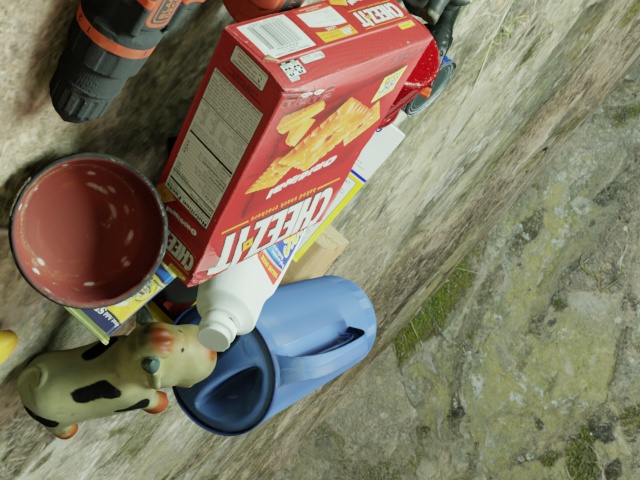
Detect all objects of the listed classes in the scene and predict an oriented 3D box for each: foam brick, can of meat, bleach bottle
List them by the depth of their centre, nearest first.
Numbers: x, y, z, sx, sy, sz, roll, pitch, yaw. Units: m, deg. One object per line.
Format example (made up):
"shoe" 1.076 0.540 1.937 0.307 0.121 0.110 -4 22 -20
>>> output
"can of meat" -0.175 0.022 0.861 0.084 0.057 0.102 -42 137 -7
"bleach bottle" -0.056 0.001 0.955 0.250 0.068 0.102 -71 158 -44
"foam brick" -0.151 0.039 1.074 0.053 0.051 0.078 -45 167 -12

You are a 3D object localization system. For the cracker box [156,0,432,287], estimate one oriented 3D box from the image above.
"cracker box" -0.029 -0.076 0.801 0.163 0.072 0.214 -27 157 -43

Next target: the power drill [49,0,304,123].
"power drill" -0.080 -0.158 0.696 0.185 0.057 0.187 -48 169 35

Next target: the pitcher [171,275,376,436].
"pitcher" -0.031 0.108 1.118 0.242 0.149 0.145 -16 145 -57
